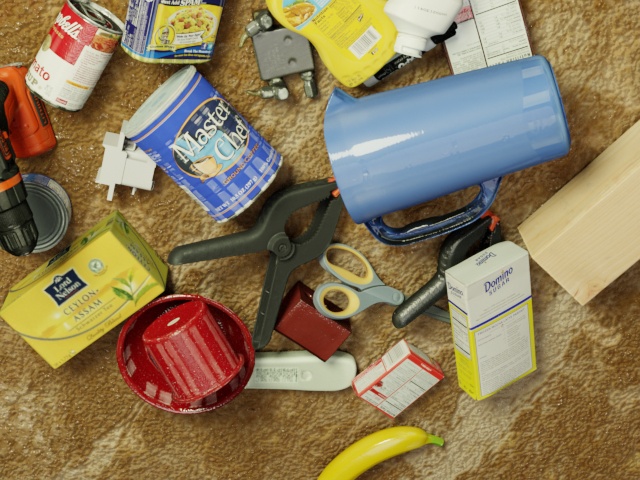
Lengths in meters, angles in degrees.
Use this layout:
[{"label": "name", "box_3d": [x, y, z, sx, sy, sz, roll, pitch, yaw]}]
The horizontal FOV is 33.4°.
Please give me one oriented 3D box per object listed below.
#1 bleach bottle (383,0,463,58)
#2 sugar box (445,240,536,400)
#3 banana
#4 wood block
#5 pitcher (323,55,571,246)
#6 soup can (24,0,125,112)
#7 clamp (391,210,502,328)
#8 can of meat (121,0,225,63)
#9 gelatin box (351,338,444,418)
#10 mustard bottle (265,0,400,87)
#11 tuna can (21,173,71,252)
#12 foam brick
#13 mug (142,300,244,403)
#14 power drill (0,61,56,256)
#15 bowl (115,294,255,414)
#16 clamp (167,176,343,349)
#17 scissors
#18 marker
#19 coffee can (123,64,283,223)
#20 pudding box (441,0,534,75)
[{"label": "bleach bottle", "box_3d": [0.109, -0.308, 1.050, 0.102, 0.068, 0.251, 12, 102, -8]}, {"label": "sugar box", "box_3d": [0.199, 0.094, 1.238, 0.093, 0.048, 0.176, -25, 124, -21]}, {"label": "banana", "box_3d": [0.058, 0.284, 1.353, 0.198, 0.037, 0.069, -30, 111, 11]}, {"label": "wood block", "box_3d": [0.333, -0.039, 1.191, 0.090, 0.090, 0.206, 41, 107, -18]}, {"label": "pitcher", "box_3d": [0.134, -0.100, 1.118, 0.243, 0.145, 0.149, -15, 155, 11]}, {"label": "soup can", "box_3d": [-0.255, -0.193, 1.111, 0.068, 0.068, 0.102, 30, 110, -14]}, {"label": "clamp", "box_3d": [0.169, 0.047, 1.246, 0.120, 0.039, 0.171, 23, 106, -37]}, {"label": "can of meat", "box_3d": [-0.149, -0.228, 1.088, 0.101, 0.058, 0.084, -7, 124, -41]}, {"label": "gelatin box", "box_3d": [0.093, 0.168, 1.297, 0.089, 0.030, 0.073, -41, 129, 16]}, {"label": "mustard bottle", "box_3d": [0.000, -0.248, 1.079, 0.096, 0.058, 0.191, -43, 122, 12]}, {"label": "tuna can", "box_3d": [-0.324, -0.032, 1.199, 0.086, 0.034, 0.086, -1, 114, -2]}, {"label": "foam brick", "box_3d": [-0.010, 0.095, 1.258, 0.078, 0.053, 0.051, 34, 109, -17]}, {"label": "mug", "box_3d": [-0.152, 0.122, 1.191, 0.117, 0.093, 0.081, -11, 115, 43]}, {"label": "power drill", "box_3d": [-0.320, -0.094, 1.088, 0.057, 0.187, 0.184, -15, 112, 2]}, {"label": "bowl", "box_3d": [-0.157, 0.124, 1.263, 0.162, 0.055, 0.162, -1, 114, -2]}, {"label": "clamp", "box_3d": [-0.058, 0.001, 1.187, 0.164, 0.036, 0.210, 41, 89, -31]}, {"label": "scissors", "box_3d": [0.072, 0.079, 1.250, 0.201, 0.016, 0.096, 36, 69, -16]}, {"label": "marker", "box_3d": [0.093, -0.198, 1.125, 0.121, 0.020, 0.020, -27, 114, 34]}, {"label": "coffee can", "box_3d": [-0.124, -0.102, 1.137, 0.103, 0.103, 0.140, -40, 110, 14]}, {"label": "pudding box", "box_3d": [0.168, -0.234, 1.125, 0.090, 0.039, 0.113, -17, 115, 7]}]
